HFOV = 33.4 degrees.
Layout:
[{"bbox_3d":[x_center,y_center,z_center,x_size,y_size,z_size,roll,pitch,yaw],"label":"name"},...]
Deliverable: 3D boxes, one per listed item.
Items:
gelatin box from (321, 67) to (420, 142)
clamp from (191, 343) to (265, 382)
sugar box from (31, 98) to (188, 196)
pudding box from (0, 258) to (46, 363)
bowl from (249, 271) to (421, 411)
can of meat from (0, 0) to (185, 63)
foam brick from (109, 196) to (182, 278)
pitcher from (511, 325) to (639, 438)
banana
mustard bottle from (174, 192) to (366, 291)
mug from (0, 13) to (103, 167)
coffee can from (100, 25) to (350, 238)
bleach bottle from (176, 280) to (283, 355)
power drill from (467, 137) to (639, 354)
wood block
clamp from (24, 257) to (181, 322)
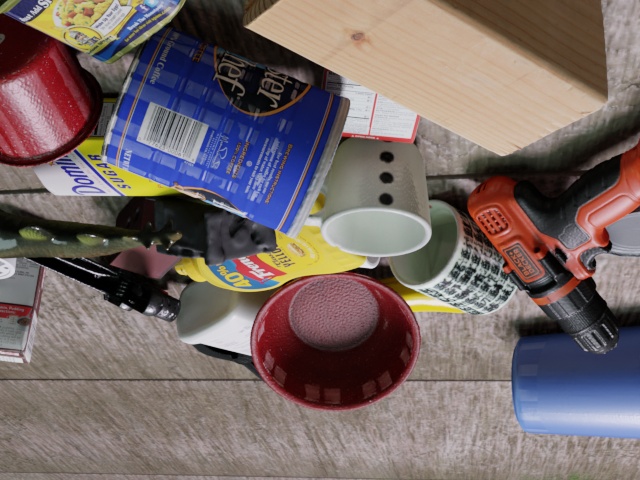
[{"bbox_3d":[0.037,-0.107,0.760,0.073,0.030,0.089,5,153,-1],"label":"gelatin box"},{"bbox_3d":[-0.086,0.128,1.233,0.171,0.039,0.120,22,144,-21],"label":"clamp"},{"bbox_3d":[-0.138,-0.071,0.832,0.176,0.048,0.093,-2,155,6],"label":"sugar box"},{"bbox_3d":[-0.318,0.057,1.031,0.090,0.113,0.039,7,156,-7],"label":"pudding box"},{"bbox_3d":[0.014,0.086,1.026,0.162,0.055,0.162,0,120,0],"label":"bowl"},{"bbox_3d":[-0.138,-0.159,0.646,0.083,0.057,0.102,24,147,-38],"label":"can of meat"},{"bbox_3d":[-0.149,-0.008,0.952,0.051,0.053,0.078,16,149,-25],"label":"foam brick"},{"bbox_3d":[0.338,0.152,1.156,0.243,0.145,0.149,-4,141,21],"label":"pitcher"},{"bbox_3d":[0.069,0.069,1.072,0.198,0.037,0.069,-21,118,11],"label":"banana"},{"bbox_3d":[-0.056,0.002,0.950,0.192,0.058,0.096,-16,131,35],"label":"mustard bottle"},{"bbox_3d":[-0.213,-0.114,0.720,0.117,0.093,0.081,24,156,23],"label":"mug"},{"bbox_3d":[-0.063,-0.074,0.720,0.140,0.102,0.103,22,151,-6],"label":"coffee can"},{"bbox_3d":[-0.026,0.100,1.145,0.250,0.068,0.103,24,145,-39],"label":"bleach bottle"},{"bbox_3d":[0.234,0.000,0.850,0.188,0.057,0.184,-29,108,40],"label":"power drill"},{"bbox_3d":[0.067,-0.137,0.630,0.205,0.090,0.091,21,149,-33],"label":"wood block"},{"bbox_3d":[-0.183,0.049,1.028,0.165,0.036,0.209,23,174,25],"label":"clamp"}]
